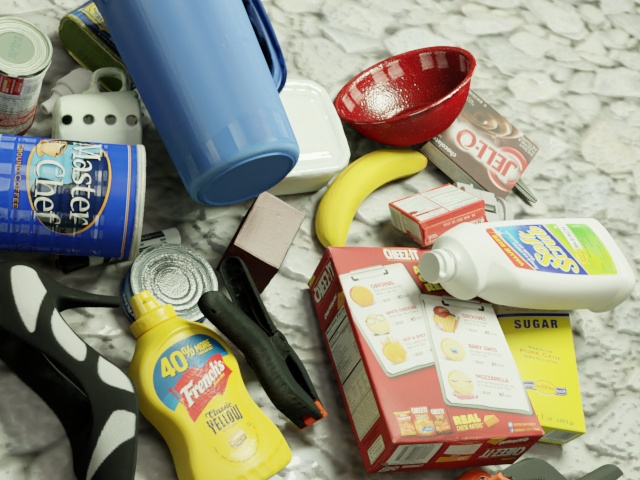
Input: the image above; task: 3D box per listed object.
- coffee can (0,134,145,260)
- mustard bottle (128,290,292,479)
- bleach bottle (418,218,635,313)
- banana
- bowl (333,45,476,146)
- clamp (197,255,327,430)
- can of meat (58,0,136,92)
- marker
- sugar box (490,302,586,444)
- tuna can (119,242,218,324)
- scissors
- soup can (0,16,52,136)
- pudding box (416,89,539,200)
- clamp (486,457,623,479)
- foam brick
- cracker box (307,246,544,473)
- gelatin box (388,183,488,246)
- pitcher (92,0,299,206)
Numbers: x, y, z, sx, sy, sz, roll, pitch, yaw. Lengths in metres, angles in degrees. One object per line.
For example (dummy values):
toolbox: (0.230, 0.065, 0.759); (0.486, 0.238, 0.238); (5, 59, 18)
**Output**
coffee can: (-0.227, -0.038, 0.928); (0.140, 0.103, 0.103); (4, 59, -14)
mustard bottle: (-0.108, 0.129, 0.910); (0.096, 0.058, 0.191); (-26, 83, -37)
bleach bottle: (0.199, 0.028, 1.055); (0.250, 0.068, 0.102); (-2, 56, -40)
banana: (0.047, -0.051, 1.129); (0.197, 0.037, 0.069); (-50, 119, -35)
bowl: (0.098, -0.150, 1.166); (0.161, 0.162, 0.055); (-51, 130, -38)
clamp: (-0.052, 0.096, 0.947); (0.171, 0.039, 0.120); (57, 19, -1)
can of meat: (-0.203, -0.205, 1.085); (0.102, 0.058, 0.083); (43, 54, 3)
marker: (-0.186, 0.009, 0.985); (0.120, 0.020, 0.020); (-15, 68, -32)
sugar box: (0.214, 0.116, 1.099); (0.093, 0.048, 0.176); (12, 58, -19)
tuna can: (-0.138, 0.046, 0.977); (0.086, 0.034, 0.086); (12, 56, -19)
scissors: (0.165, -0.115, 1.236); (0.096, 0.016, 0.202); (-20, 71, -32)
soup can: (-0.288, -0.147, 0.978); (0.068, 0.102, 0.068); (12, 57, -19)
pudding box: (0.178, -0.103, 1.204); (0.113, 0.039, 0.090); (39, 64, -2)
clamp: (0.230, 0.249, 0.993); (0.209, 0.036, 0.164); (32, 35, -23)
foam brick: (-0.057, 0.001, 1.032); (0.051, 0.053, 0.078); (31, 53, -6)
cracker box: (0.094, 0.110, 1.012); (0.164, 0.072, 0.214); (2, 51, -27)
gelatin box: (0.120, -0.027, 1.096); (0.073, 0.089, 0.030); (-19, 110, -13)
pitcher: (-0.104, -0.160, 0.989); (0.149, 0.145, 0.243); (-25, 73, 0)
